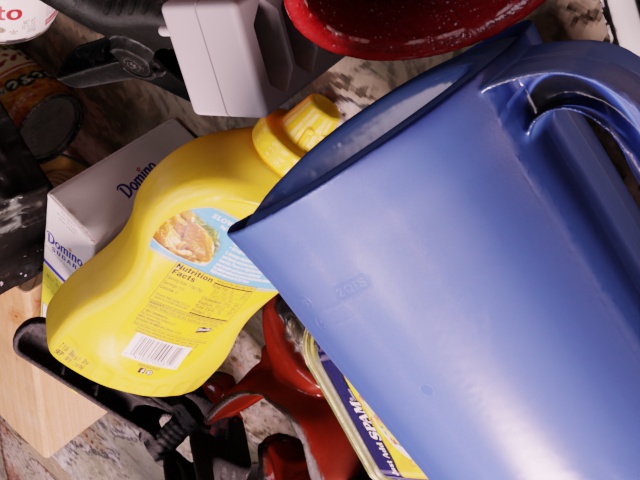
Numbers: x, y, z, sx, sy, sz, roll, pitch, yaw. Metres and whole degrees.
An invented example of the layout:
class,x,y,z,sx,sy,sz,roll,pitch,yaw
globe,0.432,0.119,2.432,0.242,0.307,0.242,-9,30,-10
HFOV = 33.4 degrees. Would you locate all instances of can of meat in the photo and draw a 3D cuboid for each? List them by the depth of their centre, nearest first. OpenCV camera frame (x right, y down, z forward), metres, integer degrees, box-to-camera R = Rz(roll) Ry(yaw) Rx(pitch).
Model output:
class,x,y,z,sx,sy,sz,roll,pitch,yaw
can of meat,0.052,0.071,0.518,0.084,0.057,0.102,-11,112,51

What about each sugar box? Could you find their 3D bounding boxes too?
class,x,y,z,sx,sy,sz,roll,pitch,yaw
sugar box,-0.119,0.015,0.642,0.048,0.093,0.176,44,146,13

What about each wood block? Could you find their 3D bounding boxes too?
class,x,y,z,sx,sy,sz,roll,pitch,yaw
wood block,-0.199,0.053,0.775,0.090,0.090,0.206,38,144,22

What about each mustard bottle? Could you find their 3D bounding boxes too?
class,x,y,z,sx,sy,sz,roll,pitch,yaw
mustard bottle,-0.054,0.000,0.537,0.192,0.096,0.058,-48,38,29

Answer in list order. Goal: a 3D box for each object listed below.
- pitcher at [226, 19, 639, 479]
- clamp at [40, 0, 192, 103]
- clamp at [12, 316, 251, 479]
class,x,y,z,sx,sy,sz,roll,pitch,yaw
pitcher,0.091,0.048,0.392,0.243,0.145,0.149,54,-174,-7
clamp,-0.091,-0.105,0.514,0.172,0.039,0.120,12,162,30
clamp,-0.083,0.122,0.637,0.165,0.036,0.209,50,-175,21
